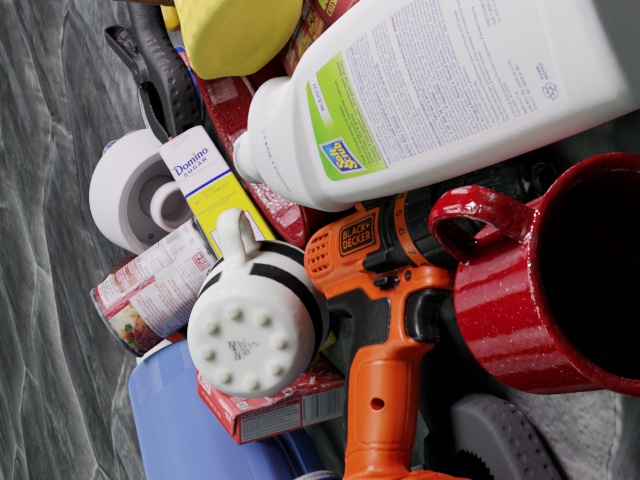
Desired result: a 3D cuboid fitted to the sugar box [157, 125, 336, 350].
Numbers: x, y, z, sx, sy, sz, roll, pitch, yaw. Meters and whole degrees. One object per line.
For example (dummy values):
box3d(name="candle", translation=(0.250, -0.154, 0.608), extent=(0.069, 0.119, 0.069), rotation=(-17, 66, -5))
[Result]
box3d(name="sugar box", translation=(-0.055, 0.001, 0.774), extent=(0.176, 0.048, 0.093), rotation=(59, 178, 40))

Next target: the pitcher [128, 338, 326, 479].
box3d(name="pitcher", translation=(-0.065, 0.194, 0.828), extent=(0.145, 0.149, 0.243), rotation=(72, 177, -62))

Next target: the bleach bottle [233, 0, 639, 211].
box3d(name="bleach bottle", translation=(0.037, -0.075, 0.490), extent=(0.251, 0.067, 0.102), rotation=(-16, 94, 50))

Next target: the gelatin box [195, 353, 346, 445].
box3d(name="gelatin box", translation=(-0.035, 0.105, 0.757), extent=(0.073, 0.089, 0.030), rotation=(40, 135, 54))

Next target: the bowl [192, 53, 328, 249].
box3d(name="bowl", translation=(-0.026, -0.078, 0.674), extent=(0.162, 0.055, 0.162), rotation=(57, 167, 20))

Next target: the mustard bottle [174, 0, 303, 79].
box3d(name="mustard bottle", translation=(-0.065, -0.191, 0.572), extent=(0.096, 0.058, 0.191), rotation=(126, 131, -63))

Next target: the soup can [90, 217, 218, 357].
box3d(name="soup can", translation=(-0.122, 0.037, 0.853), extent=(0.068, 0.102, 0.068), rotation=(54, -178, -3))

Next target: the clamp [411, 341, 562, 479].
box3d(name="clamp", translation=(0.075, 0.108, 0.592), extent=(0.210, 0.036, 0.164), rotation=(-156, 61, -62))

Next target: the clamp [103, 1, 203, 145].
box3d(name="clamp", translation=(-0.131, -0.146, 0.846), extent=(0.171, 0.039, 0.120), rotation=(59, 158, 24))

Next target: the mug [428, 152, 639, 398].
box3d(name="mug", translation=(0.095, 0.014, 0.431), extent=(0.093, 0.117, 0.082), rotation=(-67, 12, -18))

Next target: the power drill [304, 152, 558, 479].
box3d(name="power drill", translation=(0.054, 0.059, 0.540), extent=(0.185, 0.057, 0.187), rotation=(-25, 60, 56))
